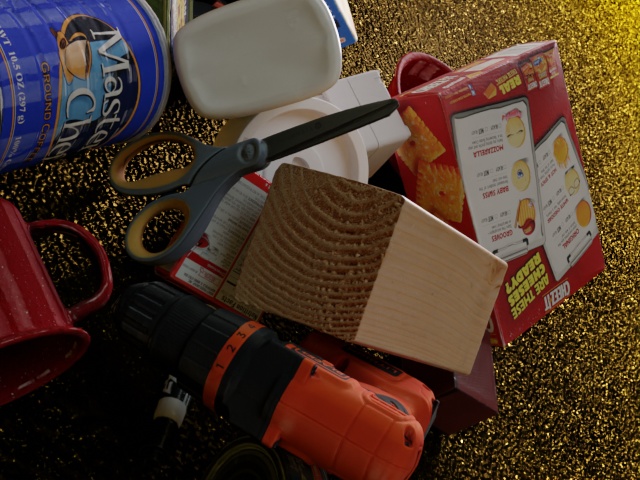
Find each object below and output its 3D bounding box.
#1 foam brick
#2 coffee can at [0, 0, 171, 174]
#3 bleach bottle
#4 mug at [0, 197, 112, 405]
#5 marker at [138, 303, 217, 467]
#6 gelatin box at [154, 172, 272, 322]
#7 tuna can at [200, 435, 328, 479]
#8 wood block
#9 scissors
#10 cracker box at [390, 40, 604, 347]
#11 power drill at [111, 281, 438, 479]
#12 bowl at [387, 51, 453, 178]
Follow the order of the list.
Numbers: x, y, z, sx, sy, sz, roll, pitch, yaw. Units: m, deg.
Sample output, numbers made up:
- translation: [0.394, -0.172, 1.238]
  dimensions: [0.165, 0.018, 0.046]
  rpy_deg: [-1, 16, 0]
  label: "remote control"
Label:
- translation: [0.099, 0.101, 0.828]
  dimensions: [0.051, 0.053, 0.078]
  rpy_deg: [32, 42, -32]
  label: "foam brick"
- translation: [-0.167, -0.093, 0.606]
  dimensions: [0.103, 0.103, 0.140]
  rpy_deg: [59, 34, 3]
  label: "coffee can"
- translation: [-0.039, -0.132, 0.750]
  dimensions: [0.251, 0.102, 0.068]
  rpy_deg: [-90, 164, -79]
  label: "bleach bottle"
- translation: [-0.160, 0.027, 0.518]
  dimensions: [0.117, 0.093, 0.081]
  rpy_deg: [-24, 74, -15]
  label: "mug"
- translation: [-0.084, 0.086, 0.641]
  dimensions: [0.020, 0.020, 0.121]
  rpy_deg: [41, 37, -22]
  label: "marker"
- translation: [-0.055, 0.001, 0.696]
  dimensions: [0.073, 0.030, 0.089]
  rpy_deg: [33, 83, -31]
  label: "gelatin box"
- translation: [-0.035, 0.152, 0.589]
  dimensions: [0.033, 0.086, 0.086]
  rpy_deg: [26, 45, -36]
  label: "tuna can"
- translation: [0.042, 0.025, 0.710]
  dimensions: [0.205, 0.090, 0.091]
  rpy_deg: [24, 84, -61]
  label: "wood block"
- translation: [-0.048, -0.032, 0.643]
  dimensions: [0.016, 0.202, 0.096]
  rpy_deg: [26, 67, -58]
  label: "scissors"
- translation: [0.150, -0.042, 0.899]
  dimensions: [0.163, 0.072, 0.214]
  rpy_deg: [-29, 110, -39]
  label: "cracker box"
- translation: [-0.014, 0.084, 0.622]
  dimensions: [0.184, 0.057, 0.187]
  rpy_deg: [29, 2, 18]
  label: "power drill"
- translation: [0.105, -0.092, 0.989]
  dimensions: [0.162, 0.055, 0.162]
  rpy_deg: [31, 42, -33]
  label: "bowl"
